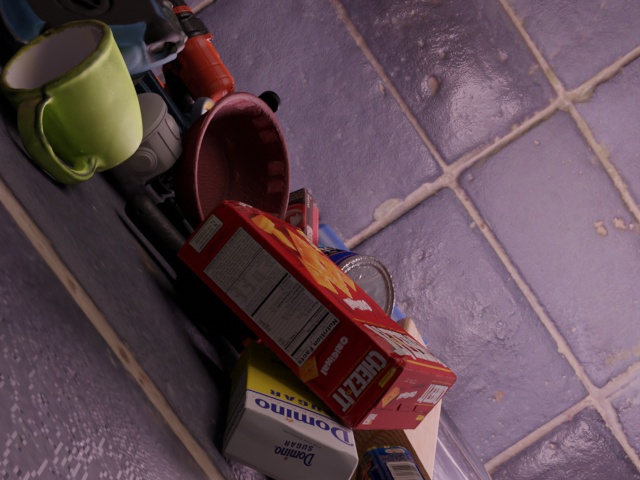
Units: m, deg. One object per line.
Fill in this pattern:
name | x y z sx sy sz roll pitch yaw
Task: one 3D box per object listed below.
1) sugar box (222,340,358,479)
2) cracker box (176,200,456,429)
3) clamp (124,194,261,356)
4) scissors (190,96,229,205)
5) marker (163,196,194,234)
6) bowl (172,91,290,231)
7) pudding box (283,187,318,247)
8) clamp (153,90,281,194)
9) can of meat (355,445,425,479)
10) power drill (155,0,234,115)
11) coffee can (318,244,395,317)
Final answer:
sugar box | -0.024 0.136 0.832 0.093 0.048 0.176 26 6 -8
cracker box | 0.002 0.064 0.907 0.214 0.072 0.164 42 8 23
clamp | -0.114 0.026 0.951 0.171 0.039 0.120 51 7 12
scissors | -0.111 -0.056 1.074 0.096 0.016 0.201 39 54 -57
marker | -0.131 -0.007 1.143 0.121 0.020 0.020 52 5 -43
bowl | -0.094 -0.062 1.030 0.161 0.055 0.162 -3 94 -59
pudding box | -0.057 0.001 1.126 0.039 0.114 0.090 55 22 -35
clamp | -0.132 -0.103 1.226 0.036 0.164 0.210 53 -13 -8
can of meat | 0.064 0.242 0.936 0.084 0.057 0.102 -122 -146 -67
power drill | -0.179 -0.199 1.225 0.184 0.057 0.188 58 -28 11
coffee can | -0.004 0.055 1.152 0.141 0.102 0.102 14 -31 47
